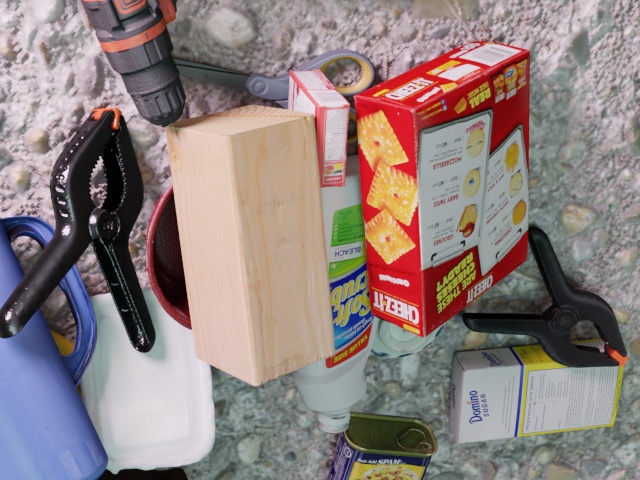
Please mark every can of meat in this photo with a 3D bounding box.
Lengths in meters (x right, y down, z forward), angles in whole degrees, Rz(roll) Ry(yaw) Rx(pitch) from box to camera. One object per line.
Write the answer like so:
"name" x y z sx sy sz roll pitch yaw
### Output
"can of meat" 0.063 0.235 1.126 0.102 0.057 0.084 8 118 -15

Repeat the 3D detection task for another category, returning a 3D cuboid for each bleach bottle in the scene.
"bleach bottle" 0.018 0.055 0.974 0.102 0.068 0.251 -15 113 -37

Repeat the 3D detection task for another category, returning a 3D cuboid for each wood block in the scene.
"wood block" -0.055 0.001 0.879 0.090 0.091 0.206 -18 112 -35

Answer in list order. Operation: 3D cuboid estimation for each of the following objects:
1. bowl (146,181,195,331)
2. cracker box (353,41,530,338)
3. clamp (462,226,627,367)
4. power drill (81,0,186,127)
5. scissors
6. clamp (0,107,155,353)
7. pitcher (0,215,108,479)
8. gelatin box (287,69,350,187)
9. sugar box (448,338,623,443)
"bowl" -0.095 -0.002 0.943 0.161 0.055 0.162 -11 109 -37
"cracker box" 0.110 -0.049 0.934 0.163 0.072 0.214 -31 128 -38
"clamp" 0.240 0.065 1.065 0.171 0.039 0.120 24 105 -13
"power drill" -0.092 -0.202 0.815 0.187 0.057 0.184 -34 124 -23
"scissors" -0.037 -0.147 0.921 0.201 0.016 0.096 26 108 -24
"clamp" -0.196 -0.008 0.885 0.164 0.036 0.210 4 87 -55
"pitcher" -0.268 0.104 0.892 0.149 0.145 0.243 -26 93 16
"gelatin box" -0.003 -0.095 0.894 0.030 0.089 0.073 -5 119 -16
"sugar box" 0.226 0.157 1.125 0.176 0.048 0.093 -3 115 -8
